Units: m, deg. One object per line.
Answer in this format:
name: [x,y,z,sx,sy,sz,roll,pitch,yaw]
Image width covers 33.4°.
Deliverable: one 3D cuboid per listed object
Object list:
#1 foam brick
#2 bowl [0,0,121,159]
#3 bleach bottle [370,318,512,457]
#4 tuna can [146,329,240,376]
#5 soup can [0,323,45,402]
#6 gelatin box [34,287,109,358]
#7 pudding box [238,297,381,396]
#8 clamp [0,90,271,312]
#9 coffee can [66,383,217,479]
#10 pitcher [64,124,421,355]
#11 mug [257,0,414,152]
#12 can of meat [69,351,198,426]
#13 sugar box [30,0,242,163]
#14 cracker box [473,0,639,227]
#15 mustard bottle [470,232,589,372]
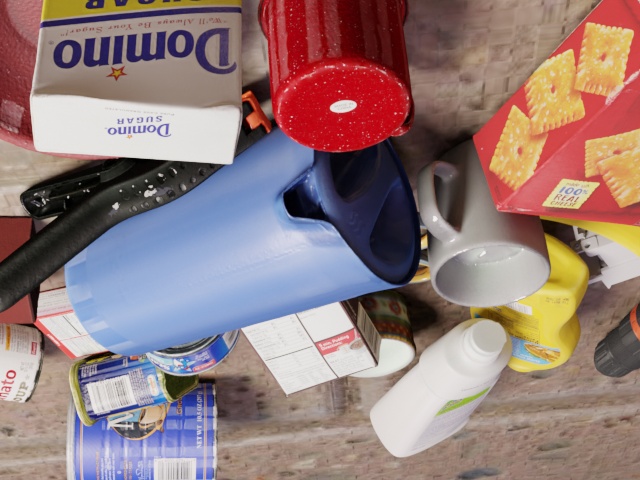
foam brick: [-0.248,0.024,0.830,0.051,0.053,0.078,1,147,-8]
bowl: [-0.141,-0.117,0.627,0.162,0.055,0.162,-3,146,-2]
bleach bottle: [0.117,0.123,0.947,0.102,0.068,0.251,-26,163,-21]
tuna can: [-0.110,0.066,0.878,0.086,0.086,0.034,-9,145,7]
soup can: [-0.299,0.101,0.927,0.102,0.068,0.069,14,142,-27]
gelatin box: [-0.192,0.066,0.920,0.089,0.030,0.073,-13,144,12]
pudding box: [-0.014,0.066,0.862,0.090,0.039,0.113,-20,120,19]
clamp: [-0.132,-0.040,0.713,0.210,0.164,0.036,-31,114,3]
coffee can: [-0.173,0.191,1.045,0.140,0.103,0.103,0,146,-7]
pitcher: [-0.055,0.001,0.764,0.243,0.145,0.149,-20,131,29]
mug: [0.018,-0.102,0.642,0.093,0.081,0.117,-26,141,29]
can of meat: [-0.164,0.122,0.955,0.084,0.057,0.102,-14,-179,10]
sugar box: [-0.084,-0.122,0.516,0.093,0.176,0.048,3,146,-10]
cracker box: [0.226,-0.092,0.673,0.163,0.072,0.214,5,147,-30]
mustard bottle: [0.175,0.063,0.911,0.096,0.058,0.191,22,154,22]
